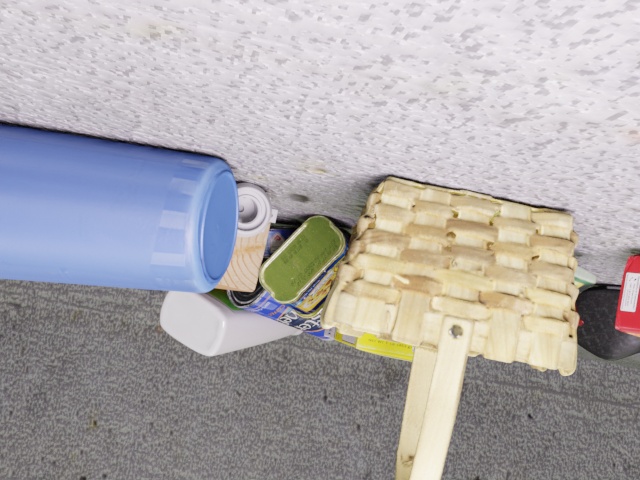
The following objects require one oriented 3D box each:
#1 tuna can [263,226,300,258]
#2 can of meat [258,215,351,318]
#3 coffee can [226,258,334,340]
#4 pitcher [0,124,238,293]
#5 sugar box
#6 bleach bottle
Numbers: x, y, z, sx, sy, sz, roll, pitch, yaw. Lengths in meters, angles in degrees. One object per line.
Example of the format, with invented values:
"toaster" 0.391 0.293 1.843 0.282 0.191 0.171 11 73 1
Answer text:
"tuna can" -0.058 0.001 1.184 0.086 0.034 0.086 0 -179 0
"can of meat" -0.008 0.027 1.100 0.057 0.102 0.084 45 -177 19
"coffee can" -0.030 0.055 1.316 0.140 0.103 0.103 24 168 -34
"pitcher" -0.193 -0.019 0.870 0.243 0.145 0.149 7 -166 13
"sugar box" 0.065 0.089 1.064 0.093 0.048 0.176 12 179 -10
"bleach bottle" -0.091 0.093 1.388 0.103 0.068 0.250 30 -163 26
